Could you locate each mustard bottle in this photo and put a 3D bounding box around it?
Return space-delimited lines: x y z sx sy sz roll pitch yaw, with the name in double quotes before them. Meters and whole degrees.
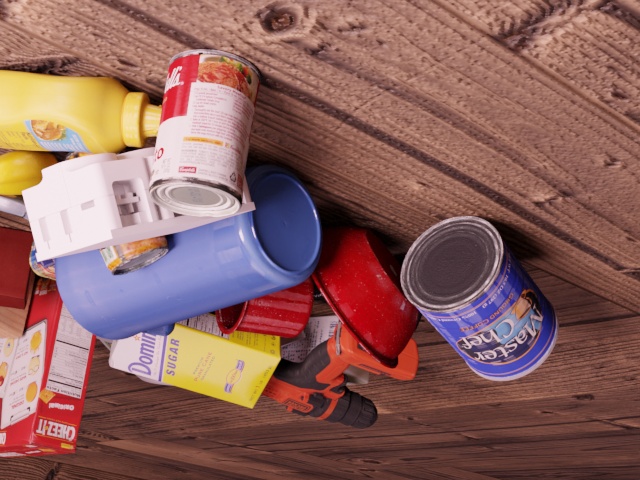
"mustard bottle" -0.206 -0.096 0.803 0.191 0.058 0.096 5 167 4

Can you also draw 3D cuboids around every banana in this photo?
"banana" -0.251 -0.058 0.895 0.069 0.037 0.198 2 -176 -4

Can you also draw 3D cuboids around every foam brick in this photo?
"foam brick" -0.342 0.031 1.170 0.051 0.078 0.053 10 160 -15

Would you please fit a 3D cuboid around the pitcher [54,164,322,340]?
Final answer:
"pitcher" -0.126 0.001 0.973 0.243 0.145 0.149 -15 163 38

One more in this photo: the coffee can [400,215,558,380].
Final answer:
"coffee can" 0.153 0.057 1.012 0.103 0.102 0.140 -7 144 33

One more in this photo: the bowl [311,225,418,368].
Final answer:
"bowl" 0.047 0.041 1.024 0.055 0.162 0.162 -35 147 12

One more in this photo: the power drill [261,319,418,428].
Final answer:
"power drill" 0.031 0.163 1.266 0.184 0.057 0.188 23 141 -26

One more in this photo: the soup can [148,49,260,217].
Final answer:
"soup can" -0.082 -0.075 0.760 0.068 0.102 0.068 6 161 2

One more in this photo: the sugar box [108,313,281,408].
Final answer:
"sugar box" -0.141 0.124 1.203 0.176 0.048 0.093 17 126 -16

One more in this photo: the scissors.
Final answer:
"scissors" -0.230 -0.020 0.923 0.202 0.016 0.096 19 -173 29

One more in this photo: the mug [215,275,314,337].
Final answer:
"mug" -0.065 0.064 1.159 0.081 0.093 0.117 10 155 -26

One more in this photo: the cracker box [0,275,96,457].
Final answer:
"cracker box" -0.347 0.153 1.307 0.072 0.213 0.165 23 154 -39
